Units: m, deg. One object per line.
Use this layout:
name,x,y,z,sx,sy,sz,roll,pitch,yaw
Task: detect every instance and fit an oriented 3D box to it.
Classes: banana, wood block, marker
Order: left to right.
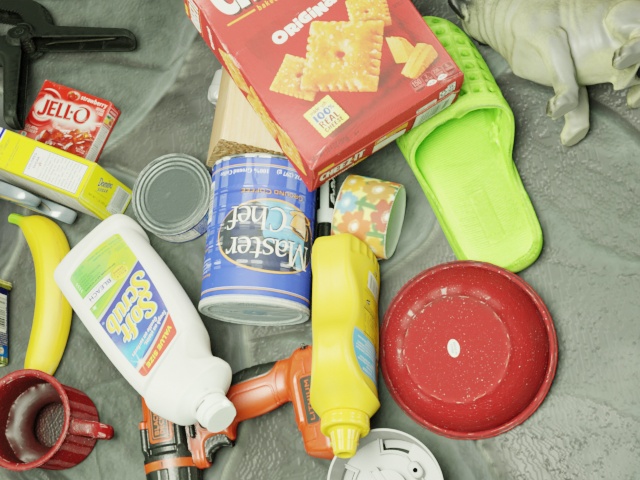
banana,-0.278,0.054,1.079,0.070,0.037,0.198,-27,63,36
wood block,-0.046,-0.172,1.040,0.090,0.090,0.206,11,75,-12
marker,0.006,-0.047,1.041,0.020,0.020,0.121,-3,73,14

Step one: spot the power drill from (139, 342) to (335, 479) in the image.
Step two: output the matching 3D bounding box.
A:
power drill,-0.074,0.180,0.974,0.188,0.057,0.184,-14,71,10

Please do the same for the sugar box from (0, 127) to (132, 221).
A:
sugar box,-0.287,-0.074,1.086,0.176,0.093,0.048,23,80,19

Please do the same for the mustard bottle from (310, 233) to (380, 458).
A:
mustard bottle,0.022,0.096,0.929,0.058,0.096,0.191,-8,56,13

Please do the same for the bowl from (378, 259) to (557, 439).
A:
bowl,0.123,0.095,0.934,0.162,0.055,0.162,-2,84,17

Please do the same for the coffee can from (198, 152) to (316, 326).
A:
coffee can,-0.057,0.001,0.998,0.103,0.102,0.140,0,74,14

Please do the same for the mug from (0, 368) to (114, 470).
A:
mug,-0.251,0.174,1.009,0.117,0.081,0.093,1,74,15

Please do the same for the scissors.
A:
scissors,-0.346,-0.057,1.101,0.202,0.096,0.016,19,83,16

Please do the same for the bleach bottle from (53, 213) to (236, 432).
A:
bleach bottle,-0.149,0.080,0.977,0.102,0.068,0.251,-43,50,-6

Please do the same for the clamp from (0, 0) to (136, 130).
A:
clamp,-0.308,-0.216,1.151,0.164,0.036,0.210,-34,54,-17

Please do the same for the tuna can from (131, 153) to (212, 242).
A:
tuna can,-0.143,-0.042,1.070,0.086,0.033,0.086,-4,73,14

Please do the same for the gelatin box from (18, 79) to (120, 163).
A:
gelatin box,-0.267,-0.122,1.129,0.089,0.030,0.073,21,80,19

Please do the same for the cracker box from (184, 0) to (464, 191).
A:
cracker box,0.000,-0.177,0.951,0.164,0.072,0.214,-32,78,-10
